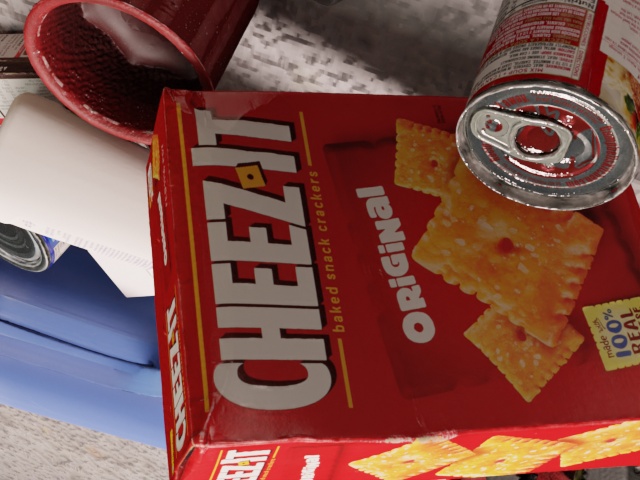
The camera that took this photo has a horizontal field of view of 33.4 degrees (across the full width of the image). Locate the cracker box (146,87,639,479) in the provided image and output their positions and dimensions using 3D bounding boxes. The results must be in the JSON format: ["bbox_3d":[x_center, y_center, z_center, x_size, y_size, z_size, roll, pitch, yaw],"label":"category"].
[{"bbox_3d":[0.039,0.017,0.461,0.213,0.164,0.072,0,149,-16],"label":"cracker box"}]

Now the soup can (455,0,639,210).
[{"bbox_3d":[0.099,-0.072,0.422,0.068,0.102,0.068,15,147,10],"label":"soup can"}]

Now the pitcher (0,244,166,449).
[{"bbox_3d":[-0.132,0.081,0.750,0.243,0.149,0.145,18,135,0],"label":"pitcher"}]

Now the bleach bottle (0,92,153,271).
[{"bbox_3d":[-0.054,0.001,0.578,0.250,0.068,0.103,23,175,-12],"label":"bleach bottle"}]

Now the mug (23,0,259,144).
[{"bbox_3d":[-0.078,-0.098,0.509,0.093,0.081,0.117,16,147,9],"label":"mug"}]

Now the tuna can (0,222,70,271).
[{"bbox_3d":[-0.187,-0.021,0.644,0.086,0.033,0.086,27,149,18],"label":"tuna can"}]
